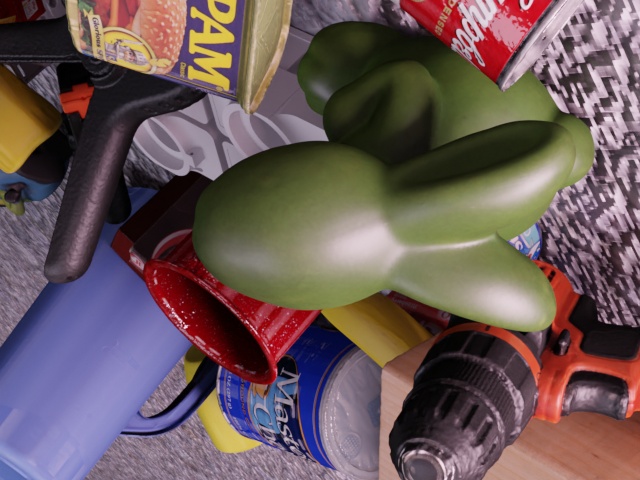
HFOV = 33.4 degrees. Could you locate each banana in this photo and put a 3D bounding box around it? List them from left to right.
[{"bbox_3d":[0.068,0.085,0.673,0.198,0.037,0.070,44,173,-3],"label":"banana"}]

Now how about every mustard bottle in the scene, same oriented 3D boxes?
[{"bbox_3d":[-0.266,-0.132,0.735,0.191,0.058,0.096,45,179,-15],"label":"mustard bottle"}]

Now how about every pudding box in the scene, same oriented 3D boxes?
[{"bbox_3d":[-0.054,0.001,0.693,0.090,0.113,0.039,42,159,1],"label":"pudding box"}]

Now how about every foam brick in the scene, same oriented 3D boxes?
[{"bbox_3d":[-0.111,-0.009,0.803,0.053,0.078,0.051,44,157,-3],"label":"foam brick"}]

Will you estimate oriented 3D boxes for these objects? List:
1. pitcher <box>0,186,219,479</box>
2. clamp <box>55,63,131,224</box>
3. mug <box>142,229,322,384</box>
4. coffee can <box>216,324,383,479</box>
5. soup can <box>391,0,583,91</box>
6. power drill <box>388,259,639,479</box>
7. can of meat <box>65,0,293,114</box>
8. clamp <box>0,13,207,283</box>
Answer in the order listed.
[{"bbox_3d":[-0.171,0.089,0.854,0.149,0.242,0.145,26,152,16],"label":"pitcher"},{"bbox_3d":[-0.158,-0.086,0.726,0.171,0.039,0.120,119,128,-73],"label":"clamp"},{"bbox_3d":[-0.038,0.010,0.573,0.093,0.081,0.117,27,151,30],"label":"mug"},{"bbox_3d":[0.001,0.116,0.811,0.141,0.102,0.102,6,137,53],"label":"coffee can"},{"bbox_3d":[0.052,-0.115,0.407,0.102,0.068,0.069,40,155,7],"label":"soup can"},{"bbox_3d":[0.136,0.069,0.447,0.188,0.184,0.057,14,116,20],"label":"power drill"},{"bbox_3d":[-0.056,-0.110,0.437,0.084,0.057,0.102,18,144,4],"label":"can of meat"},{"bbox_3d":[-0.108,-0.085,0.565,0.210,0.036,0.164,-29,82,22],"label":"clamp"}]
